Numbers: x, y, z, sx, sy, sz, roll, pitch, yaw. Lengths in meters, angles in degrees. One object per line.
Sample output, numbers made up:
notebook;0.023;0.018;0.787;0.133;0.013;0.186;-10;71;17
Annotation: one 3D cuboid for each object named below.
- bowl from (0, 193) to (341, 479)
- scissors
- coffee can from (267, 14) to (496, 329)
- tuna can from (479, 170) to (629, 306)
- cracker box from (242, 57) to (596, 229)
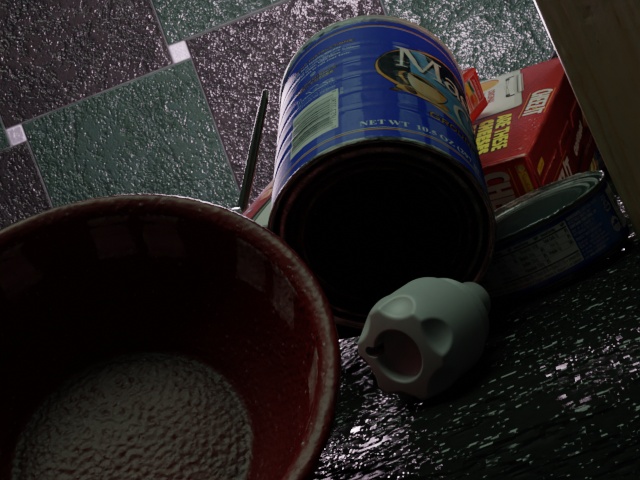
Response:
bowl;-0.071;0.061;0.366;0.162;0.162;0.055;-26;-38;-14
scissors;-0.055;0.001;0.743;0.016;0.202;0.096;11;17;-18
coffee can;0.028;-0.038;0.530;0.103;0.102;0.140;-24;30;16
tuna can;0.111;-0.001;0.540;0.086;0.034;0.086;-28;6;3
cracker box;0.062;-0.033;0.699;0.214;0.072;0.164;-15;23;29
